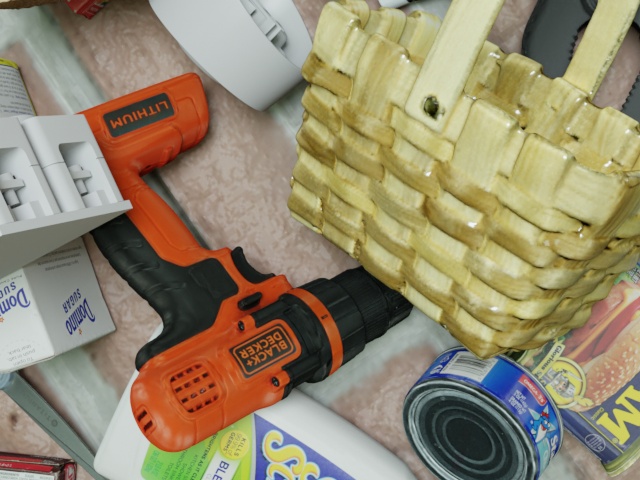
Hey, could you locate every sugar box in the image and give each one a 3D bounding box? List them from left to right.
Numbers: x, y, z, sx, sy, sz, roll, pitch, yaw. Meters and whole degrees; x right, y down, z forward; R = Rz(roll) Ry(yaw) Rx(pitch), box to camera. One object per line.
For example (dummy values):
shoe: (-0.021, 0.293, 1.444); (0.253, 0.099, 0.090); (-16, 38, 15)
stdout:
sugar box: (-0.179, -0.017, 0.608); (0.048, 0.093, 0.176); (-17, 90, 11)

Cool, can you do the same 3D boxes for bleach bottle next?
bleach bottle: (0.003, 0.142, 0.615); (0.251, 0.068, 0.102); (26, 97, 2)

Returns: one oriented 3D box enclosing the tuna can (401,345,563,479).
tuna can: (0.089, 0.103, 0.593); (0.086, 0.033, 0.086); (23, 132, 27)

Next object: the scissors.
scissors: (-0.213, 0.084, 0.647); (0.096, 0.016, 0.202); (-33, 84, 11)

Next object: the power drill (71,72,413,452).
power drill: (-0.054, 0.001, 0.589); (0.184, 0.057, 0.188); (-26, 76, -34)
